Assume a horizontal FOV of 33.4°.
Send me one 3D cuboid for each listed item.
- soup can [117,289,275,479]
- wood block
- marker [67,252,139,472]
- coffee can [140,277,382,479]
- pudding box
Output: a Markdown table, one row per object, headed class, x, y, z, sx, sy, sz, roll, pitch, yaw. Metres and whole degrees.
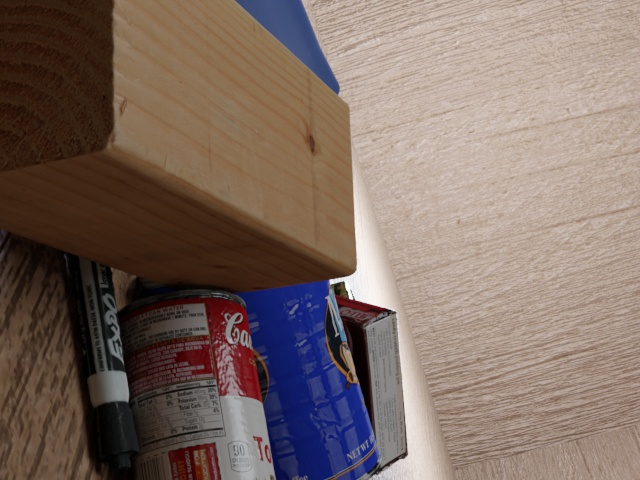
| class | x | y | z | sx | sy | sz | roll | pitch | yaw |
| --- | --- | --- | --- | --- | --- | --- | --- | --- | --- |
| soup can | -0.060 | 0.082 | 0.500 | 0.068 | 0.068 | 0.102 | 59 | 17 | -65 |
| wood block | -0.063 | -0.042 | 0.430 | 0.205 | 0.090 | 0.091 | 29 | 55 | -64 |
| marker | -0.098 | 0.043 | 0.479 | 0.020 | 0.020 | 0.121 | 57 | 18 | -68 |
| coffee can | -0.033 | 0.072 | 0.602 | 0.102 | 0.103 | 0.140 | -52 | 126 | -82 |
| pudding box | 0.015 | 0.095 | 0.746 | 0.090 | 0.039 | 0.113 | 13 | -63 | 47 |
